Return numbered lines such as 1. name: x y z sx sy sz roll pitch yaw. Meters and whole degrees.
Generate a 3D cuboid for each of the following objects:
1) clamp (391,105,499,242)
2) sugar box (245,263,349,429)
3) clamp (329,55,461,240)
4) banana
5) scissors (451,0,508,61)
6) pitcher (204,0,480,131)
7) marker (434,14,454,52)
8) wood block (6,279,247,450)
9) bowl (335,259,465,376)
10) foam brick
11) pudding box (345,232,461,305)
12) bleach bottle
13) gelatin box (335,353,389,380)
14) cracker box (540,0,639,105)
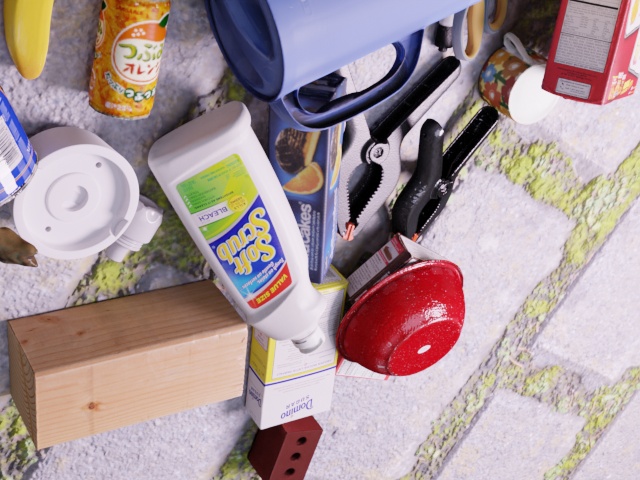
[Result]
1. clamp: 0.114 -0.066 1.109 0.120 0.039 0.172 -2 127 -48
2. sugar box: -0.028 0.115 1.152 0.093 0.048 0.176 -11 128 -28
3. clamp: 0.057 -0.100 1.070 0.164 0.036 0.210 -7 121 -31
4. banana: -0.202 -0.218 0.821 0.069 0.037 0.198 23 105 -40
5. scissors: 0.159 -0.272 1.021 0.096 0.016 0.202 -26 130 -47
6. pitcher: 0.034 -0.211 0.919 0.242 0.145 0.149 -25 148 -21
7. marker: 0.128 -0.241 1.035 0.020 0.020 0.121 -11 125 -27
8. wood block: -0.183 0.114 1.018 0.205 0.090 0.091 -11 125 -28
9. bowl: 0.099 0.096 1.146 0.162 0.055 0.162 -22 144 -17
10. foam brick: -0.040 0.232 1.215 0.052 0.051 0.078 3 117 -35
11. pudding box: 0.088 0.046 1.164 0.090 0.039 0.113 -43 146 17
12. bleach bottle: -0.056 0.001 0.991 0.102 0.068 0.250 -25 117 10
13. gelatin box: 0.055 0.120 1.219 0.089 0.030 0.073 12 113 -39
14. cracker box: 0.285 -0.246 1.038 0.164 0.072 0.214 -23 127 -61
